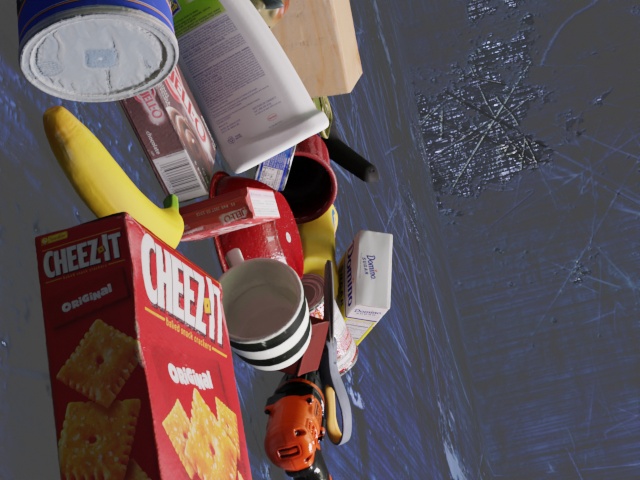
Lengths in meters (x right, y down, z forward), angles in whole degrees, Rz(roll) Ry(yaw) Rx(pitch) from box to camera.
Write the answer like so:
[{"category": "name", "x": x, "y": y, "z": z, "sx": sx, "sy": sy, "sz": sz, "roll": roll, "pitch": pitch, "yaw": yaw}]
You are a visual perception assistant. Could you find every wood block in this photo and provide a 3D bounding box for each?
[{"category": "wood block", "x": -0.020, "y": -0.272, "z": 1.205, "sx": 0.090, "sy": 0.090, "sz": 0.206, "roll": -66, "pitch": 146, "yaw": -64}]

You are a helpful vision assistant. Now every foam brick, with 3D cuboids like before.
[{"category": "foam brick", "x": -0.029, "y": 0.098, "z": 1.038, "sx": 0.078, "sy": 0.051, "sz": 0.053, "roll": 11, "pitch": 94, "yaw": -76}]

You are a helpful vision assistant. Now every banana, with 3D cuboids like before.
[{"category": "banana", "x": -0.142, "y": -0.029, "z": 0.768, "sx": 0.070, "sy": 0.037, "sz": 0.197, "roll": 61, "pitch": 4, "yaw": 23}]

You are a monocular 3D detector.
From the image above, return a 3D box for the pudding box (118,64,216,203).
[{"category": "pudding box", "x": -0.128, "y": -0.100, "z": 0.904, "sx": 0.090, "sy": 0.039, "sz": 0.113, "roll": -88, "pitch": 160, "yaw": -58}]

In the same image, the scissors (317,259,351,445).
[{"category": "scissors", "x": -0.001, "y": 0.113, "z": 1.110, "sx": 0.096, "sy": 0.016, "sz": 0.202, "roll": 9, "pitch": -70, "yaw": 59}]

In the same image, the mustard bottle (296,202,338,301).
[{"category": "mustard bottle", "x": -0.008, "y": 0.005, "z": 1.264, "sx": 0.191, "sy": 0.058, "sz": 0.096, "roll": -90, "pitch": -175, "yaw": -55}]

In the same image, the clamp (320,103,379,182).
[{"category": "clamp", "x": 0.005, "y": -0.125, "z": 1.400, "sx": 0.036, "sy": 0.165, "sz": 0.210, "roll": -10, "pitch": 75, "yaw": -33}]

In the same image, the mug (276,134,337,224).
[{"category": "mug", "x": -0.035, "y": -0.087, "z": 1.216, "sx": 0.117, "sy": 0.093, "sz": 0.081, "roll": 56, "pitch": 15, "yaw": -28}]

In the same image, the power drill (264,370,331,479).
[{"category": "power drill", "x": -0.004, "y": 0.226, "z": 1.040, "sx": 0.184, "sy": 0.057, "sz": 0.187, "roll": -70, "pitch": 142, "yaw": -75}]

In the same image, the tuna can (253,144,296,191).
[{"category": "tuna can", "x": -0.045, "y": -0.096, "z": 1.119, "sx": 0.086, "sy": 0.033, "sz": 0.086, "roll": -167, "pitch": -89, "yaw": -85}]

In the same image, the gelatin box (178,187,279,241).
[{"category": "gelatin box", "x": -0.082, "y": -0.022, "z": 0.933, "sx": 0.089, "sy": 0.073, "sz": 0.030, "roll": -9, "pitch": 84, "yaw": -78}]

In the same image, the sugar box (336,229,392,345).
[{"category": "sugar box", "x": 0.038, "y": 0.064, "z": 1.236, "sx": 0.176, "sy": 0.048, "sz": 0.093, "roll": 114, "pitch": -18, "yaw": -63}]

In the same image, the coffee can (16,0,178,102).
[{"category": "coffee can", "x": -0.154, "y": -0.179, "z": 0.719, "sx": 0.102, "sy": 0.103, "sz": 0.140, "roll": 49, "pitch": 28, "yaw": -64}]

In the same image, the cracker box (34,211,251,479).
[{"category": "cracker box", "x": -0.102, "y": 0.110, "z": 0.677, "sx": 0.164, "sy": 0.072, "sz": 0.214, "roll": 49, "pitch": 27, "yaw": -66}]

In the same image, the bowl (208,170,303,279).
[{"category": "bowl", "x": -0.057, "y": 0.001, "z": 1.071, "sx": 0.162, "sy": 0.055, "sz": 0.162, "roll": -15, "pitch": 90, "yaw": -78}]

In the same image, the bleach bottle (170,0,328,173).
[{"category": "bleach bottle", "x": -0.093, "y": -0.192, "z": 0.968, "sx": 0.251, "sy": 0.103, "sz": 0.068, "roll": 63, "pitch": 11, "yaw": -4}]

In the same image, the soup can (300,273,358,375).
[{"category": "soup can", "x": -0.006, "y": 0.094, "z": 1.159, "sx": 0.068, "sy": 0.068, "sz": 0.102, "roll": -90, "pitch": 160, "yaw": -52}]
